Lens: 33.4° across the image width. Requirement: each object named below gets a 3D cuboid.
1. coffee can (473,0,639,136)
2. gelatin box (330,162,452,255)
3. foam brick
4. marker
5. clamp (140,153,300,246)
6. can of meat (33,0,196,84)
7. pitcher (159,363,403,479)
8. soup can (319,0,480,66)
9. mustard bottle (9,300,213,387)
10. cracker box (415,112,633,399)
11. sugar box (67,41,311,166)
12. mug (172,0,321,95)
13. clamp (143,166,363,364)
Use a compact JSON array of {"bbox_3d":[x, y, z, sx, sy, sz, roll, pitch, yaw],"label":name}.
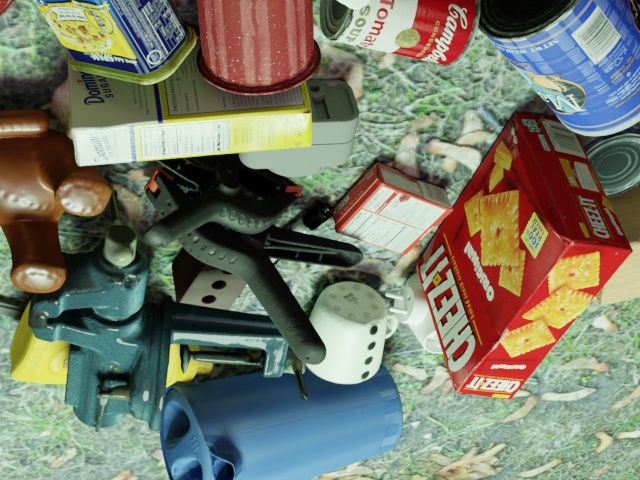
[{"bbox_3d":[0.196,-0.159,0.824,0.103,0.103,0.140,-34,136,22],"label":"coffee can"},{"bbox_3d":[0.066,-0.028,0.993,0.089,0.030,0.073,18,132,-32],"label":"gelatin box"},{"bbox_3d":[-0.097,0.023,0.988,0.052,0.051,0.078,13,133,-29],"label":"foam brick"},{"bbox_3d":[-0.033,0.003,1.008,0.020,0.020,0.121,26,126,-37],"label":"marker"},{"bbox_3d":[-0.088,-0.036,0.878,0.171,0.120,0.039,13,147,-32],"label":"clamp"},{"bbox_3d":[-0.148,-0.161,0.733,0.102,0.057,0.084,16,150,34],"label":"can of meat"},{"bbox_3d":[-0.044,0.193,1.128,0.242,0.149,0.145,-9,144,-28],"label":"pitcher"},{"bbox_3d":[0.058,-0.173,0.797,0.102,0.068,0.069,8,135,-22],"label":"soup can"},{"bbox_3d":[-0.192,0.106,1.026,0.191,0.058,0.096,13,125,-29],"label":"mustard bottle"},{"bbox_3d":[0.173,0.016,0.971,0.072,0.164,0.214,9,134,-22],"label":"cracker box"},{"bbox_3d":[-0.099,-0.107,0.808,0.176,0.093,0.048,-7,139,-7],"label":"sugar box"},{"bbox_3d":[-0.058,-0.166,0.765,0.117,0.093,0.081,12,136,14],"label":"mug"},{"bbox_3d":[-0.056,0.001,0.930,0.210,0.164,0.036,38,123,-1],"label":"clamp"}]
